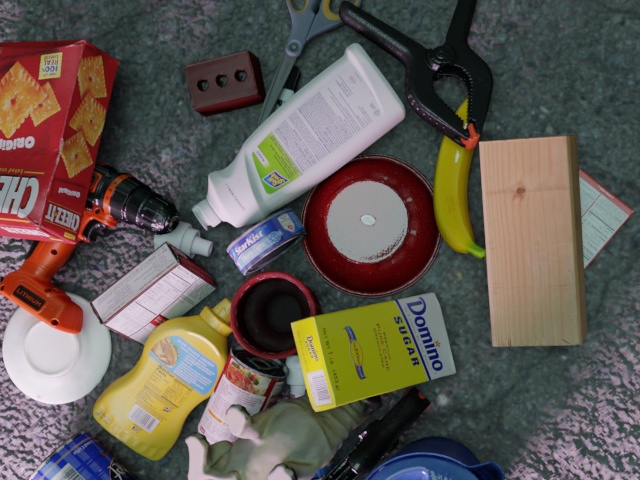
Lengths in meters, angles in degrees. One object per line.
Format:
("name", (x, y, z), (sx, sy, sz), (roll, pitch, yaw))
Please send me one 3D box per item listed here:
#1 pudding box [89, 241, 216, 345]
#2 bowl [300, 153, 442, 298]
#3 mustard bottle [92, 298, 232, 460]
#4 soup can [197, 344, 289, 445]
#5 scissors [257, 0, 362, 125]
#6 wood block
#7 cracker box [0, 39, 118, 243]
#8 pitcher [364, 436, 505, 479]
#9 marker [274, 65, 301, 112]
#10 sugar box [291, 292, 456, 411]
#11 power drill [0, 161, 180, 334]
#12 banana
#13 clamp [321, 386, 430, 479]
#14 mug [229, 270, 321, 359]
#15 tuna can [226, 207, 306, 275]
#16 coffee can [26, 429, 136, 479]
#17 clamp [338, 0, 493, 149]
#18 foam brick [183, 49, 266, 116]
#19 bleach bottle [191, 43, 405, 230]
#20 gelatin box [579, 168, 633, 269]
("pudding box", (-0.182, 0.060, 1.172), (0.113, 0.090, 0.039), (-40, 59, 4))
("bowl", (0.053, -0.018, 1.161), (0.162, 0.055, 0.162), (-1, 86, 8))
("mustard bottle", (-0.157, 0.143, 1.179), (0.096, 0.058, 0.191), (39, 92, -10))
("soup can", (-0.084, 0.173, 1.154), (0.068, 0.068, 0.102), (26, 103, 10))
("scissors", (-0.009, -0.219, 1.191), (0.096, 0.016, 0.202), (7, 79, 4))
("wood block", (0.219, -0.001, 1.087), (0.091, 0.090, 0.206), (-3, 95, 19))
("cracker box", (-0.327, -0.113, 1.182), (0.164, 0.072, 0.213), (5, 77, 29))
("pitcher", (0.099, 0.264, 1.039), (0.149, 0.242, 0.145), (5, 87, 9))
("marker", (-0.045, -0.138, 1.203), (0.020, 0.020, 0.121), (15, 89, 10))
("sugar box", (0.059, 0.111, 1.100), (0.048, 0.175, 0.093), (-21, 81, 52))
("power drill", (-0.261, 0.006, 1.190), (0.185, 0.057, 0.187), (27, 87, 28))
("banana", (0.153, -0.068, 1.147), (0.070, 0.037, 0.198), (-9, 70, 32))
("clamp", (0.061, 0.205, 1.100), (0.039, 0.120, 0.171), (47, 59, 1))
("mug", (-0.032, 0.084, 1.154), (0.117, 0.081, 0.093), (14, 88, 10))
("tuna can", (-0.058, 0.001, 1.162), (0.086, 0.086, 0.034), (-34, 84, 5))
("coffee can", (-0.243, 0.292, 1.163), (0.140, 0.102, 0.103), (42, 93, 9))
("clamp", (0.116, -0.193, 1.143), (0.164, 0.036, 0.210), (-12, 72, -3))
("foam brick", (-0.105, -0.175, 1.198), (0.078, 0.051, 0.053), (-14, 85, 8))
("bleach bottle", (-0.035, -0.102, 1.162), (0.251, 0.068, 0.102), (-35, 83, -1))
("gelatin box", (0.276, -0.020, 1.138), (0.073, 0.030, 0.089), (40, 96, 9))
